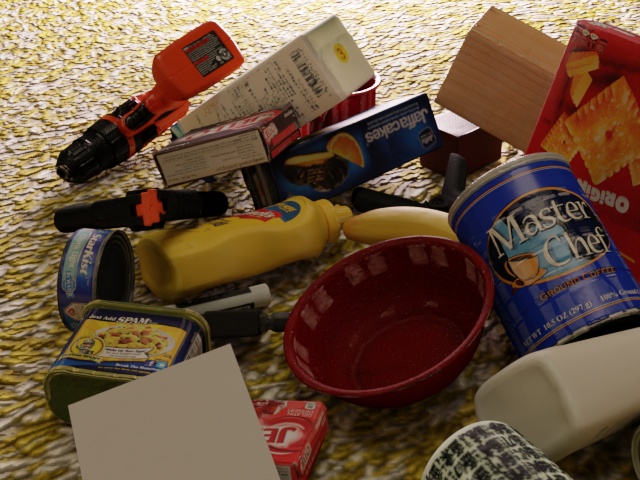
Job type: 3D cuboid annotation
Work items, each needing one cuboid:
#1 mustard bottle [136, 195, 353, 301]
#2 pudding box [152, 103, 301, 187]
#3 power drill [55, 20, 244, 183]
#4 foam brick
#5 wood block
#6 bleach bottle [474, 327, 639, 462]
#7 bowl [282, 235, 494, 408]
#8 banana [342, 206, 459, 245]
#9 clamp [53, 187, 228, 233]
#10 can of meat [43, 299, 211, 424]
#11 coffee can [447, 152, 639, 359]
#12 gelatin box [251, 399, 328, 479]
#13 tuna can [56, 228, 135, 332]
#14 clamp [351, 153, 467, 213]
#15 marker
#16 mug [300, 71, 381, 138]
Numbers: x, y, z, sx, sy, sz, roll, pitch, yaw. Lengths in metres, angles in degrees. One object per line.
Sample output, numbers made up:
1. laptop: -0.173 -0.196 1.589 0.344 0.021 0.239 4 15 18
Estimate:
1. mustard bottle: -0.056 0.001 0.929 0.191 0.058 0.096 -15 11 -27
2. pudding box: -0.084 -0.088 0.983 0.114 0.039 0.090 -14 14 22
3. power drill: -0.173 -0.138 1.086 0.188 0.057 0.184 -29 12 49
4. foam brick: 0.148 -0.104 1.122 0.078 0.051 0.053 -25 39 -35
5. wood block: 0.233 -0.140 1.073 0.206 0.090 0.090 30 35 8
6. bleach bottle: 0.235 0.091 0.750 0.250 0.103 0.068 -11 68 -31
7. bowl: 0.056 0.069 0.784 0.162 0.055 0.162 -18 35 13
8. banana: 0.108 0.010 0.897 0.198 0.037 0.069 32 64 34
9. clamp: -0.144 -0.028 0.936 0.164 0.036 0.210 -8 2 -18
10. can of meat: -0.139 0.093 0.776 0.102 0.057 0.084 5 32 10
11. coffee can: 0.170 0.020 0.795 0.102 0.103 0.140 -13 62 -21
12. gelatin box: -0.046 0.136 0.709 0.089 0.030 0.073 0 24 16
13. tuna can: -0.178 0.033 0.852 0.034 0.086 0.086 4 30 10
14. clamp: 0.099 -0.021 0.992 0.120 0.039 0.171 -20 33 1
15. marker: -0.100 0.057 0.875 0.121 0.020 0.020 -12 32 -19
16. mug: 0.015 -0.130 1.138 0.093 0.081 0.117 8 31 15
